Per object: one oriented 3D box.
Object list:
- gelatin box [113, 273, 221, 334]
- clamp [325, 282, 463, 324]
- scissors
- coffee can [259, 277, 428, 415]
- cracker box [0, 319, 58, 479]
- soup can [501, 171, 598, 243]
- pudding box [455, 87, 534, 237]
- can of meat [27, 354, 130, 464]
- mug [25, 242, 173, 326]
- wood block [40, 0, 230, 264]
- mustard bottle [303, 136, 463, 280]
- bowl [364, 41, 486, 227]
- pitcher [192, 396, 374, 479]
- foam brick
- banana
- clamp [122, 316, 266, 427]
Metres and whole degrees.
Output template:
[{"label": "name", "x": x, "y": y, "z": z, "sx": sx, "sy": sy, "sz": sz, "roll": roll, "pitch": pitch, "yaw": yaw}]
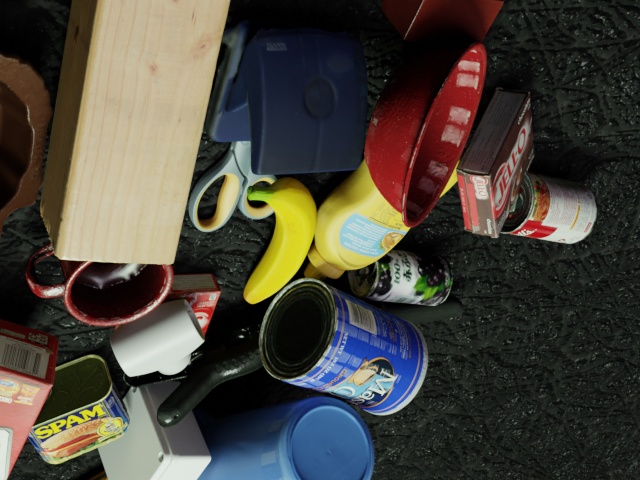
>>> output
[{"label": "gelatin box", "x": -0.148, "y": 0.068, "z": 1.030, "sx": 0.089, "sy": 0.030, "sz": 0.073, "roll": -1, "pitch": 133, "yaw": -28}, {"label": "clamp", "x": 0.051, "y": 0.087, "z": 1.157, "sx": 0.165, "sy": 0.036, "sz": 0.209, "roll": -40, "pitch": 138, "yaw": 14}, {"label": "scissors", "x": -0.052, "y": -0.084, "z": 0.936, "sx": 0.096, "sy": 0.016, "sz": 0.202, "roll": 6, "pitch": 129, "yaw": -36}, {"label": "coffee can", "x": 0.024, "y": 0.107, "z": 1.057, "sx": 0.140, "sy": 0.103, "sz": 0.103, "roll": 26, "pitch": 116, "yaw": -41}, {"label": "cracker box", "x": -0.346, "y": 0.152, "z": 0.949, "sx": 0.164, "sy": 0.072, "sz": 0.214, "roll": 19, "pitch": 124, "yaw": -19}, {"label": "soup can", "x": 0.229, "y": -0.035, "z": 1.104, "sx": 0.102, "sy": 0.068, "sz": 0.069, "roll": 8, "pitch": 128, "yaw": -36}, {"label": "pudding box", "x": 0.166, "y": -0.073, "z": 1.005, "sx": 0.090, "sy": 0.039, "sz": 0.113, "roll": 73, "pitch": 37, "yaw": -50}, {"label": "can of meat", "x": -0.248, "y": 0.170, "z": 1.062, "sx": 0.102, "sy": 0.057, "sz": 0.084, "roll": -21, "pitch": 142, "yaw": -7}, {"label": "mug", "x": -0.193, "y": 0.016, "z": 0.910, "sx": 0.117, "sy": 0.081, "sz": 0.093, "roll": -17, "pitch": 139, "yaw": -13}, {"label": "wood block", "x": -0.140, "y": -0.095, "z": 0.775, "sx": 0.090, "sy": 0.091, "sz": 0.206, "roll": 3, "pitch": 116, "yaw": -25}, {"label": "mustard bottle", "x": 0.049, "y": -0.029, "z": 1.017, "sx": 0.096, "sy": 0.058, "sz": 0.192, "roll": 17, "pitch": 123, "yaw": -46}, {"label": "bowl", "x": 0.080, "y": -0.094, "z": 0.881, "sx": 0.162, "sy": 0.055, "sz": 0.162, "roll": -56, "pitch": 160, "yaw": -32}, {"label": "pitcher", "x": -0.044, "y": 0.241, "z": 1.101, "sx": 0.149, "sy": 0.145, "sz": 0.243, "roll": 22, "pitch": 154, "yaw": -24}, {"label": "foam brick", "x": 0.099, "y": -0.194, "z": 0.877, "sx": 0.078, "sy": 0.051, "sz": 0.053, "roll": 3, "pitch": 132, "yaw": -32}, {"label": "banana", "x": -0.038, "y": -0.004, "z": 0.998, "sx": 0.069, "sy": 0.037, "sz": 0.198, "roll": -10, "pitch": 148, "yaw": -11}, {"label": "clamp", "x": -0.106, "y": 0.125, "z": 1.056, "sx": 0.171, "sy": 0.120, "sz": 0.039, "roll": -25, "pitch": 121, "yaw": -10}]
